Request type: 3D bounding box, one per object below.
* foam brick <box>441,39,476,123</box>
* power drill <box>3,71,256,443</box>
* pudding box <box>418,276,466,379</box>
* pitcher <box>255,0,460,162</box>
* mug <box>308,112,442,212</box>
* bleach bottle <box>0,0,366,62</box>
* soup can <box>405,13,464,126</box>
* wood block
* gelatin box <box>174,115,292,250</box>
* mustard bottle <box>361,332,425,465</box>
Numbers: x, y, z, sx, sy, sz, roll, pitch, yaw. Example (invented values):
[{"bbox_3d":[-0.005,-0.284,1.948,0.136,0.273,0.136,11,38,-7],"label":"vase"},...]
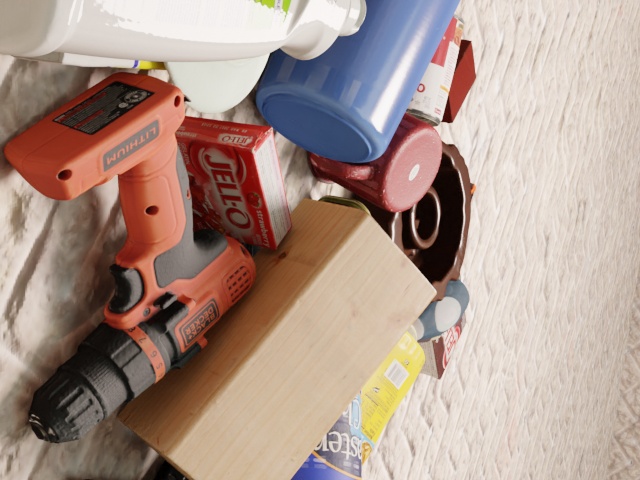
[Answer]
[{"bbox_3d":[0.122,-0.166,1.096,0.078,0.053,0.051,-59,149,-35],"label":"foam brick"},{"bbox_3d":[-0.122,0.009,0.640,0.184,0.057,0.187,-44,140,-35],"label":"power drill"},{"bbox_3d":[0.138,0.097,1.264,0.090,0.039,0.113,-61,151,-32],"label":"pudding box"},{"bbox_3d":[0.044,-0.184,0.845,0.149,0.145,0.242,34,71,-31],"label":"pitcher"},{"bbox_3d":[0.042,-0.074,0.911,0.117,0.082,0.093,-14,126,-47],"label":"mug"},{"bbox_3d":[-0.061,-0.135,0.573,0.250,0.068,0.102,0,101,-52],"label":"bleach bottle"},{"bbox_3d":[0.093,-0.166,1.016,0.068,0.069,0.102,18,85,-65],"label":"soup can"},{"bbox_3d":[-0.029,0.078,0.738,0.206,0.091,0.090,-50,118,-14],"label":"wood block"},{"bbox_3d":[-0.063,-0.040,0.732,0.030,0.073,0.089,-56,147,-40],"label":"gelatin box"},{"bbox_3d":[0.017,0.159,0.931,0.191,0.058,0.096,-58,141,-15],"label":"mustard bottle"}]
